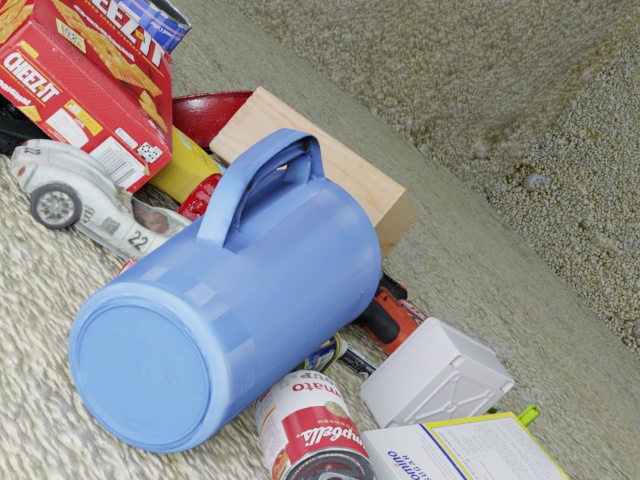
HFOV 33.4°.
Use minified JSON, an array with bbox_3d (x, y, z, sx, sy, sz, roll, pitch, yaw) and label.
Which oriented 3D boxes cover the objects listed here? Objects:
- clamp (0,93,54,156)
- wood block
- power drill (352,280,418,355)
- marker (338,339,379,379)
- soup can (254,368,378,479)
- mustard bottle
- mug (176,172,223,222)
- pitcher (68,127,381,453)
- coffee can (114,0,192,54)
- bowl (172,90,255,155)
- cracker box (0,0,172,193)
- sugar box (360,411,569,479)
[{"bbox_3d":[-0.252,-0.114,0.928,0.164,0.036,0.210,43,19,-17],"label":"clamp"},{"bbox_3d":[-0.007,-0.062,1.143,0.206,0.090,0.090,37,-6,22],"label":"wood block"},{"bbox_3d":[0.017,0.048,1.183,0.187,0.057,0.185,26,16,-49],"label":"power drill"},{"bbox_3d":[0.056,0.136,1.079,0.121,0.020,0.020,37,13,-18],"label":"marker"},{"bbox_3d":[-0.005,0.144,0.746,0.068,0.068,0.102,35,13,-26],"label":"soup can"},{"bbox_3d":[-0.123,-0.060,1.100,0.191,0.058,0.096,38,12,-48],"label":"mustard bottle"},{"bbox_3d":[-0.088,-0.009,0.972,0.081,0.093,0.117,37,-4,5],"label":"mug"},{"bbox_3d":[-0.058,0.032,0.710,0.149,0.145,0.242,57,27,-2],"label":"pitcher"},{"bbox_3d":[-0.222,-0.209,1.156,0.102,0.140,0.103,39,12,-10],"label":"coffee can"},{"bbox_3d":[-0.136,-0.128,1.212,0.162,0.162,0.055,-6,87,-74],"label":"bowl"},{"bbox_3d":[-0.206,-0.156,0.943,0.164,0.072,0.214,44,17,-29],"label":"cracker box"},{"bbox_3d":[0.115,0.193,0.872,0.175,0.048,0.093,-1,37,-37],"label":"sugar box"}]
